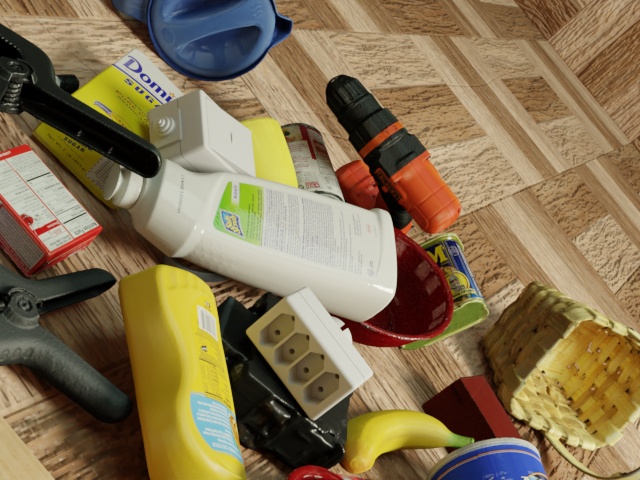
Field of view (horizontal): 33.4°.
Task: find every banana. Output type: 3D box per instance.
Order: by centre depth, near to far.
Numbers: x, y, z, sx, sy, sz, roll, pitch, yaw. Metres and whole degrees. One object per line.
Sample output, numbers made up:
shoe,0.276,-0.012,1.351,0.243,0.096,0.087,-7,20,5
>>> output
banana,0.057,0.165,0.895,0.197,0.070,0.037,4,90,-55

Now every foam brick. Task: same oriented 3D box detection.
foam brick,0.147,0.176,1.029,0.051,0.053,0.078,7,49,-55

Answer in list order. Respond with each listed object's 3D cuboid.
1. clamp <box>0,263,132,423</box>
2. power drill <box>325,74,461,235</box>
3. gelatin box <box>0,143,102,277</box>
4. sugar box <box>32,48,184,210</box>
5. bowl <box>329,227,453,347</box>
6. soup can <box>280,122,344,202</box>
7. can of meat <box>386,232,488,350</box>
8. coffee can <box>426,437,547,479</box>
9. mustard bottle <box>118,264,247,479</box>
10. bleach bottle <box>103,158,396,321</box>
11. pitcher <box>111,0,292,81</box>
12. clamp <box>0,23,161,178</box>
clamp,-0.195,0.044,0.689,0.171,0.039,0.120,30,29,-33
power drill,0.057,-0.071,1.105,0.184,0.057,0.188,54,-13,5
gelatin box,-0.210,-0.022,0.767,0.089,0.030,0.073,49,24,0
sugar box,-0.168,-0.102,0.923,0.093,0.048,0.176,46,27,-11
bowl,0.044,0.048,1.015,0.162,0.055,0.162,21,37,-17
soup can,-0.018,-0.060,1.078,0.068,0.069,0.102,25,35,-40
can of meat,0.110,0.054,1.084,0.057,0.102,0.084,50,17,-56
coffee can,0.154,0.250,0.881,0.102,0.103,0.140,28,33,-37
mustard bottle,-0.088,0.118,0.711,0.096,0.058,0.191,54,19,-62
bleach bottle,-0.055,-0.013,0.868,0.250,0.068,0.102,20,48,-29
pitcher,-0.128,-0.288,1.169,0.149,0.145,0.243,49,19,-31
clamp,-0.233,-0.109,0.776,0.164,0.036,0.210,-9,46,-50
